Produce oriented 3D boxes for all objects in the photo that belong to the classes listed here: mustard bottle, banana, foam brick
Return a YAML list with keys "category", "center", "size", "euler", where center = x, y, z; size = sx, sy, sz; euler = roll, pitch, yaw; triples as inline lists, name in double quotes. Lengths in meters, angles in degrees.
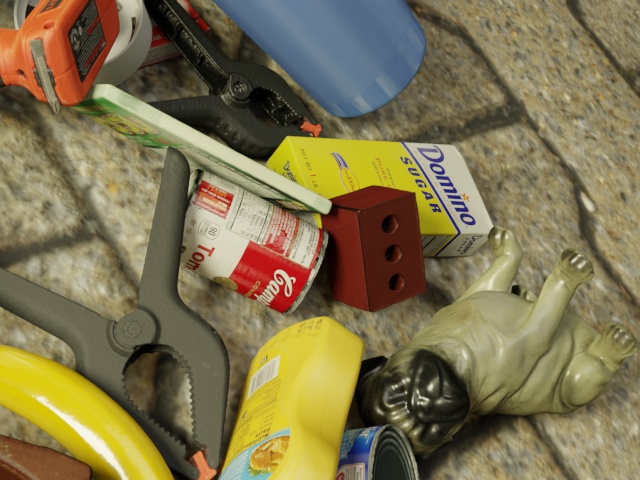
- category: "mustard bottle"
  center: [-0.026, 0.138, 0.625]
  size: [0.058, 0.096, 0.191]
  euler: [36, 38, -17]
- category: "banana"
  center: [-0.134, 0.122, 0.604]
  size: [0.069, 0.037, 0.198]
  euler: [-37, 77, -10]
- category: "foam brick"
  center: [0.038, 0.005, 0.769]
  size: [0.052, 0.051, 0.078]
  euler: [-19, 110, -31]

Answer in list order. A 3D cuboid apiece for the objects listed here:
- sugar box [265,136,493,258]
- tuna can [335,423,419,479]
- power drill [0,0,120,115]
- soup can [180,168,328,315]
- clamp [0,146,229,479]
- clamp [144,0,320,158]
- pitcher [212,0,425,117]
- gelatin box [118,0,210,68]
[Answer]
- category: "sugar box"
  center: [0.051, -0.034, 0.858]
  size: [0.175, 0.048, 0.093]
  euler: [-3, 60, -33]
- category: "tuna can"
  center: [0.034, 0.161, 0.674]
  size: [0.086, 0.034, 0.086]
  euler: [-11, 90, -67]
- category: "power drill"
  center: [-0.230, -0.136, 0.687]
  size: [0.188, 0.057, 0.184]
  euler: [-2, 41, 11]
- category: "soup can"
  center: [-0.055, 0.001, 0.745]
  size: [0.102, 0.069, 0.068]
  euler: [26, 46, -13]
- category: "clamp"
  center: [-0.127, 0.058, 0.659]
  size: [0.164, 0.036, 0.210]
  euler: [-20, 78, -13]
- category: "clamp"
  center: [-0.079, -0.105, 0.824]
  size: [0.171, 0.039, 0.120]
  euler: [30, 64, -22]
- category: "pitcher"
  center: [-0.015, -0.217, 0.839]
  size: [0.242, 0.149, 0.145]
  euler: [44, 20, -39]
- category: "gelatin box"
  center: [-0.143, -0.178, 0.852]
  size: [0.089, 0.030, 0.073]
  euler: [-28, 76, -43]
